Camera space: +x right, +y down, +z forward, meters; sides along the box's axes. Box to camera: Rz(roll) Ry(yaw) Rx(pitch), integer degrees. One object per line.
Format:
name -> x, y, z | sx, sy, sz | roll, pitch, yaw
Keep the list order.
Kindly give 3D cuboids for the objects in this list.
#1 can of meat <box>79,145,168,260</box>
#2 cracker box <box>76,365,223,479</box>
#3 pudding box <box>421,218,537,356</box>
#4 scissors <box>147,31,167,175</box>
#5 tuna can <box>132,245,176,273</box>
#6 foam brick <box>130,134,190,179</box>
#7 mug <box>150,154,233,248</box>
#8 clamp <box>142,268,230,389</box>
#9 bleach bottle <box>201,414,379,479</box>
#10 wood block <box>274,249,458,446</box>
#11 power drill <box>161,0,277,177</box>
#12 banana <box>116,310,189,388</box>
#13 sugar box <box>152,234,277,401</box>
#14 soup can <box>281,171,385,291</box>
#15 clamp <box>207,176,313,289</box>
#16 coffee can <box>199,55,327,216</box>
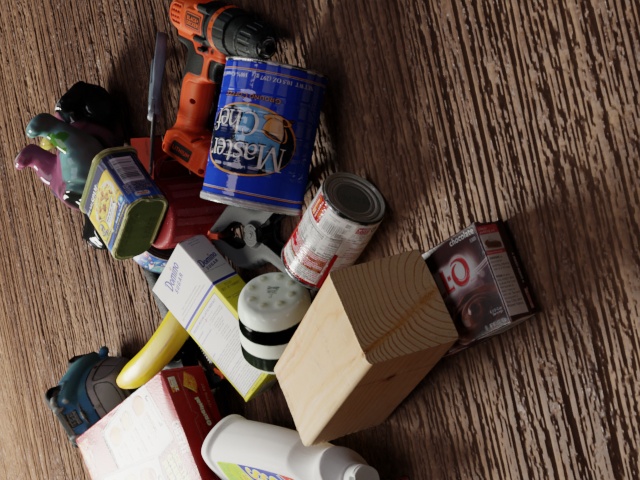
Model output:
can of meat -> -0.222, -0.041, 1.205 | 0.084, 0.057, 0.102 | 53, 136, 28
cracker box -> -0.193, 0.269, 1.283 | 0.214, 0.071, 0.164 | -39, 67, 39
pudding box -> 0.126, 0.043, 0.920 | 0.114, 0.039, 0.090 | -35, 69, 50
scissors -> -0.189, -0.168, 1.228 | 0.202, 0.016, 0.096 | -101, 20, -53
tuna can -> -0.191, -0.003, 1.285 | 0.034, 0.085, 0.086 | -51, 58, 46
foam brick -> -0.193, -0.090, 1.298 | 0.053, 0.051, 0.078 | 5, 101, 51
mug -> -0.160, -0.046, 1.239 | 0.093, 0.081, 0.117 | -21, 81, 52
clamp -> -0.171, 0.121, 1.326 | 0.210, 0.036, 0.164 | 11, 99, 48
bleach bottle -> -0.026, 0.232, 1.097 | 0.102, 0.068, 0.251 | 49, 152, -16
wood block -> 0.035, 0.103, 0.969 | 0.090, 0.090, 0.206 | 67, 154, 22
power drill -> -0.114, -0.168, 1.176 | 0.185, 0.057, 0.188 | 35, 121, 48
banana -> -0.189, 0.118, 1.292 | 0.198, 0.037, 0.069 | -55, 20, 15
sugar box -> -0.107, 0.086, 1.197 | 0.176, 0.048, 0.093 | 50, 134, 16
soup can -> 0.012, -0.008, 1.034 | 0.068, 0.068, 0.102 | 58, 137, 27
clamp -> -0.058, 0.001, 1.152 | 0.172, 0.039, 0.120 | -15, 81, 50
coffee can -> -0.055, -0.101, 1.049 | 0.103, 0.102, 0.140 | 15, 95, 50
